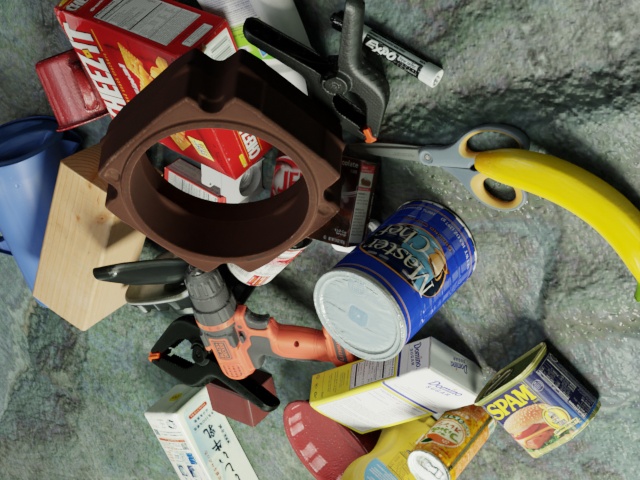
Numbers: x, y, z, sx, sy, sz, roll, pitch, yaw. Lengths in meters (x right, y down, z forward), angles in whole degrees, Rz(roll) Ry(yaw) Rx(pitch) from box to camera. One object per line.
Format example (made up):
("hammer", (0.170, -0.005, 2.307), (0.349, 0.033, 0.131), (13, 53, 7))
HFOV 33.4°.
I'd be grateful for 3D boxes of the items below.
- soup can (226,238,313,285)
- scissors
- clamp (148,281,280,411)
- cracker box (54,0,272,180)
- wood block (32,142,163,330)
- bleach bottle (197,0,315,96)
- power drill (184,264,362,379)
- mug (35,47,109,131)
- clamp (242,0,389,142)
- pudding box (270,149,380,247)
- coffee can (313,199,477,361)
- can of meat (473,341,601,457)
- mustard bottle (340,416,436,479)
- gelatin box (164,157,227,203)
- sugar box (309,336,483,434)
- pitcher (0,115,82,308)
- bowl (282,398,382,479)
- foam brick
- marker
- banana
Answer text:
("soup can", (-0.058, 0.001, 1.196), (0.068, 0.068, 0.102), (48, 141, 1))
("scissors", (0.118, -0.066, 1.023), (0.202, 0.016, 0.096), (-7, 115, 45))
("clamp", (-0.138, 0.149, 1.361), (0.210, 0.036, 0.164), (-18, 87, 40))
("cracker box", (-0.163, -0.170, 1.105), (0.214, 0.072, 0.164), (26, 151, 37))
("wood block", (-0.274, -0.006, 1.298), (0.090, 0.090, 0.206), (32, 125, 16))
("bleach bottle", (-0.072, -0.225, 1.039), (0.103, 0.068, 0.251), (-3, 121, 48))
("power drill", (-0.051, 0.090, 1.206), (0.188, 0.057, 0.184), (1, 138, 19))
("mug", (-0.276, -0.179, 1.230), (0.117, 0.093, 0.081), (-141, 29, -72))
("clamp", (0.021, -0.161, 0.986), (0.120, 0.039, 0.171), (-12, 138, 39))
("pudding box", (0.001, -0.047, 1.099), (0.114, 0.039, 0.090), (14, 99, 34))
("coffee can", (0.075, 0.037, 1.045), (0.103, 0.140, 0.103), (24, 134, 27))
("can of meat", (0.219, 0.163, 1.078), (0.084, 0.057, 0.102), (45, 141, 2))
("mustard bottle", (0.075, 0.277, 1.191), (0.096, 0.191, 0.058), (51, 140, -2))
("gelatin box", (-0.144, -0.046, 1.267), (0.089, 0.030, 0.073), (28, 134, 23))
("sugar box", (0.081, 0.160, 1.164), (0.177, 0.048, 0.093), (-25, 135, 37))
("pitcher", (-0.376, -0.031, 1.411), (0.149, 0.144, 0.243), (17, 133, 38))
("bowl", (0.030, 0.247, 1.306), (0.162, 0.055, 0.162), (33, 142, 29))
("foam brick", (-0.103, 0.201, 1.404), (0.078, 0.052, 0.051), (15, 129, 36))
("marker", (0.059, -0.179, 0.987), (0.121, 0.020, 0.020), (34, 138, 18))
("banana", (0.225, -0.026, 0.927), (0.198, 0.037, 0.070), (41, 120, 3))
